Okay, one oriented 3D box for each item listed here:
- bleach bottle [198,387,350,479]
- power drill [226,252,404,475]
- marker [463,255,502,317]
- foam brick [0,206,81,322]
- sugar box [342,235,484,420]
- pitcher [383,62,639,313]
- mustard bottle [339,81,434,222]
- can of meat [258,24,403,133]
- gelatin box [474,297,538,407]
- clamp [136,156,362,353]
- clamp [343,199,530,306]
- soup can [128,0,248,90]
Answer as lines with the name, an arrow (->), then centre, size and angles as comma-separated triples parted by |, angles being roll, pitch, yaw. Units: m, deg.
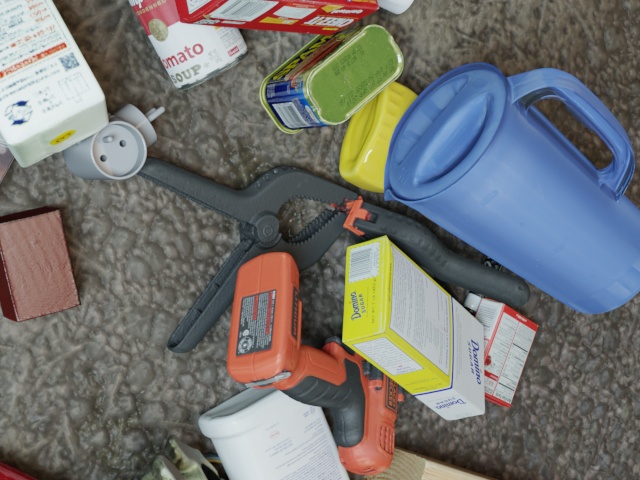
bleach bottle -> -0.012, 0.246, 0.911 | 0.102, 0.068, 0.251 | -25, 97, -34
power drill -> 0.006, 0.082, 0.882 | 0.187, 0.057, 0.184 | 36, 46, -43
marker -> 0.159, 0.039, 1.035 | 0.020, 0.020, 0.121 | 34, 78, -26
foam brick -> -0.220, 0.018, 0.813 | 0.051, 0.053, 0.078 | -15, 100, -27
sugar box -> 0.083, 0.079, 0.912 | 0.176, 0.048, 0.093 | 44, 41, -44
pitcher -> 0.187, -0.039, 0.911 | 0.242, 0.149, 0.145 | 33, 83, -30
mustard bottle -> 0.113, -0.066, 0.982 | 0.191, 0.058, 0.096 | 24, 77, -27
can of meat -> 0.010, -0.138, 0.907 | 0.102, 0.084, 0.057 | -42, 111, -19
gelatin box -> 0.168, 0.109, 1.027 | 0.073, 0.030, 0.089 | 29, 79, -46
clamp -> -0.056, 0.001, 0.907 | 0.209, 0.036, 0.164 | -10, 103, -31
clamp -> 0.100, 0.019, 0.943 | 0.171, 0.120, 0.039 | 35, 59, -28
soup can -> -0.109, -0.180, 0.851 | 0.068, 0.069, 0.102 | -35, 108, -22
